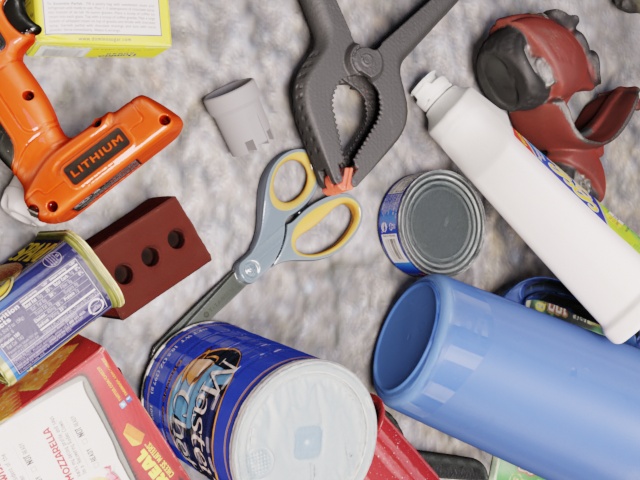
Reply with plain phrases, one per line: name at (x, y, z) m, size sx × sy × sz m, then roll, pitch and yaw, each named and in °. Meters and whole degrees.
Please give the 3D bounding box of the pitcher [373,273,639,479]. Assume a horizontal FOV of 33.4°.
pitcher at (0.169, 0.108, 0.837) m, size 0.242 × 0.149 × 0.145 m, roll 24°, pitch 103°, yaw -18°

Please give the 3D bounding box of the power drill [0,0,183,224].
power drill at (-0.170, -0.119, 0.650) m, size 0.184 × 0.057 × 0.187 m, roll -40°, pitch 90°, yaw -1°

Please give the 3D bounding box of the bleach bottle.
bleach bottle at (0.166, -0.036, 0.833) m, size 0.251 × 0.102 × 0.068 m, roll 46°, pitch 110°, yaw 7°

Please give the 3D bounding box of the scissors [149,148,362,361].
scissors at (-0.055, 0.001, 0.780) m, size 0.201 × 0.016 × 0.096 m, roll -27°, pitch 100°, yaw -28°

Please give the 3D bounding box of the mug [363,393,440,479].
mug at (0.030, 0.173, 0.736) m, size 0.093 × 0.117 × 0.081 m, roll -34°, pitch 109°, yaw 20°

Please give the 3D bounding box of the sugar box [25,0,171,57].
sugar box at (-0.155, -0.213, 0.713) m, size 0.093 × 0.048 × 0.176 m, roll -4°, pitch 87°, yaw -26°

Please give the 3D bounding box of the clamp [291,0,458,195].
clamp at (0.019, -0.140, 0.809) m, size 0.164 × 0.036 × 0.210 m, roll 21°, pitch 75°, yaw -21°

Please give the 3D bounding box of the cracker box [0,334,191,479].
cracker box at (-0.187, 0.185, 0.654) m, size 0.213 × 0.072 × 0.164 m, roll -37°, pitch 111°, yaw -21°

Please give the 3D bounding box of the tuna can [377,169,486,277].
tuna can at (0.089, -0.013, 0.852) m, size 0.086 × 0.034 × 0.086 m, roll 1°, pitch 87°, yaw -30°

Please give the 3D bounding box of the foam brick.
foam brick at (-0.123, 0.011, 0.719) m, size 0.078 × 0.051 × 0.053 m, roll -37°, pitch 106°, yaw -26°

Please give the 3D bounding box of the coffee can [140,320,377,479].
coffee can at (-0.044, 0.115, 0.702) m, size 0.102 × 0.141 × 0.103 m, roll -5°, pitch 99°, yaw -32°

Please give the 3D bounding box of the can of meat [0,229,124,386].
can of meat at (-0.181, 0.041, 0.658) m, size 0.083 × 0.102 × 0.057 m, roll -40°, pitch 108°, yaw -23°
